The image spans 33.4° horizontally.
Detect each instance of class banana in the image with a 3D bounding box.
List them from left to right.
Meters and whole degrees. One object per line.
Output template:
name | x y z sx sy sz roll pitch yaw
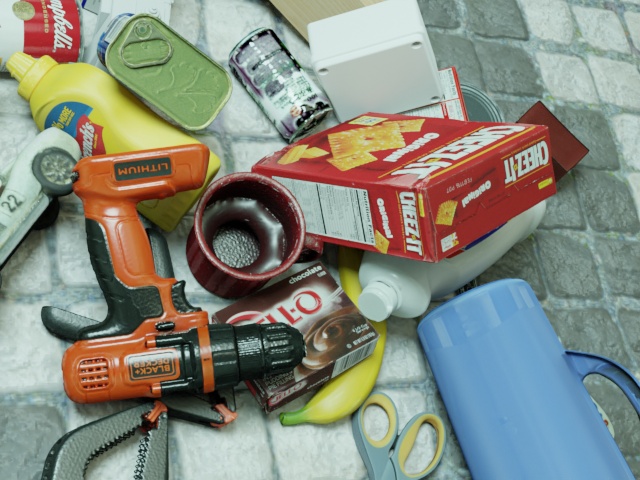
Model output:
banana | 0.026 0.084 0.935 0.069 0.037 0.197 28 54 -12

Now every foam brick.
foam brick | 0.235 -0.098 1.141 0.078 0.053 0.051 45 52 3

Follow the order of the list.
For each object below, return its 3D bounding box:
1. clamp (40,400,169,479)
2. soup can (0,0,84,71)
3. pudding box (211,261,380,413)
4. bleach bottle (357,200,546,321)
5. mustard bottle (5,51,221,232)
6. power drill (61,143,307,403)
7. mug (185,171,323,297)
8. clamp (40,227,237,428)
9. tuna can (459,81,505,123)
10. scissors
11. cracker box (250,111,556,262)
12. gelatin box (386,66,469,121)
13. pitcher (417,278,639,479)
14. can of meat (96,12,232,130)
clamp | -0.165 0.207 0.763 0.164 0.036 0.209 42 54 -1
soup can | -0.261 -0.179 0.912 0.102 0.069 0.068 -3 65 -29
pudding box | -0.022 0.079 0.887 0.113 0.039 0.090 -25 60 -26
bleach bottle | 0.114 0.007 0.980 0.102 0.068 0.250 39 41 10
mustard bottle | -0.179 -0.092 0.888 0.191 0.096 0.058 38 55 -4
power drill | -0.110 0.024 0.808 0.184 0.057 0.187 -7 86 -11
mug | -0.056 0.001 0.899 0.117 0.082 0.093 6 70 -15
clamp | -0.137 0.085 0.848 0.120 0.039 0.171 -31 82 -20
tuna can | 0.149 -0.123 1.121 0.086 0.034 0.086 13 58 -21
scissors | 0.038 0.204 0.887 0.096 0.016 0.201 43 52 2
cracker box | 0.068 -0.055 0.931 0.163 0.214 0.072 -28 115 -37
gelatin box | 0.102 -0.128 1.073 0.089 0.030 0.073 -13 65 8
pitcher | 0.186 0.155 0.908 0.149 0.145 0.243 -14 72 -28
can of meat | -0.130 -0.141 0.870 0.102 0.084 0.057 35 91 -24
